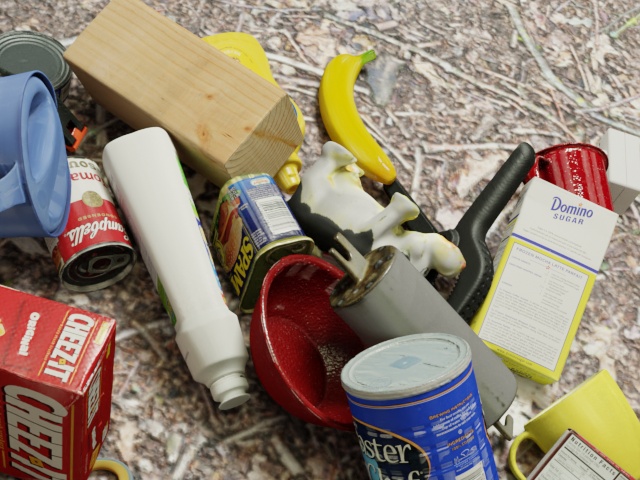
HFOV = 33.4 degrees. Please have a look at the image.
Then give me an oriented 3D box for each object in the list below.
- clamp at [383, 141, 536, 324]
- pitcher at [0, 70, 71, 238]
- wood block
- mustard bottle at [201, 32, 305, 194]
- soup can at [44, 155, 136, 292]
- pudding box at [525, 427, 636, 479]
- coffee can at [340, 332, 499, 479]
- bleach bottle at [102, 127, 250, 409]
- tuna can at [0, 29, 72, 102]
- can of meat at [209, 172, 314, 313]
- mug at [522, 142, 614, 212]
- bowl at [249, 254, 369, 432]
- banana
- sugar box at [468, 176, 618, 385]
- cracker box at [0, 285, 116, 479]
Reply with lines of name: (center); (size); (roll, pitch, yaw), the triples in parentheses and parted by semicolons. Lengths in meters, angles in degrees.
clamp: (0.131, 0.001, 1.014); (0.036, 0.165, 0.210); (39, 44, -44)
pitcher: (-0.330, -0.055, 0.843); (0.243, 0.149, 0.145); (-5, 70, 2)
wood block: (-0.128, -0.135, 1.002); (0.206, 0.091, 0.090); (34, 76, 21)
mustard bottle: (-0.070, -0.123, 1.074); (0.096, 0.058, 0.192); (-17, 61, -27)
soup can: (-0.210, -0.015, 0.935); (0.068, 0.069, 0.102); (-12, 58, -27)
pudding box: (0.206, 0.225, 0.878); (0.090, 0.039, 0.113); (40, 89, 13)
coffee can: (0.082, 0.157, 0.838); (0.102, 0.103, 0.140); (-25, 108, -33)
bleach bottle: (-0.118, 0.030, 0.925); (0.068, 0.102, 0.251); (-21, 68, -9)
tuna can: (-0.287, -0.164, 1.044); (0.086, 0.034, 0.086); (9, 51, -12)
can of meat: (-0.056, 0.001, 0.955); (0.057, 0.102, 0.084); (-13, 57, -27)
mug: (0.251, -0.047, 1.101); (0.117, 0.093, 0.081); (30, 46, -40)
bowl: (-0.008, 0.095, 0.906); (0.162, 0.055, 0.162); (31, 42, -33)
banana: (0.034, -0.136, 1.125); (0.069, 0.037, 0.198); (-8, 53, 3)
sugar box: (0.208, 0.038, 1.014); (0.093, 0.048, 0.176); (25, 73, -1)
cracker box: (-0.260, 0.094, 0.759); (0.213, 0.164, 0.072); (17, 52, 0)
